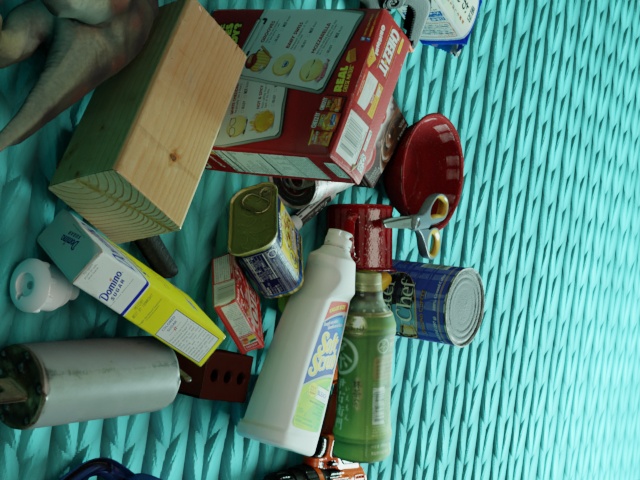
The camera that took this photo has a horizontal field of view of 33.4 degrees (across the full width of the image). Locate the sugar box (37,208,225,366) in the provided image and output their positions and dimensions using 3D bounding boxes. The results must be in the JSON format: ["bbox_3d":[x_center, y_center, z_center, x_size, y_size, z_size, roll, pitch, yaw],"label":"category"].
[{"bbox_3d":[-0.174,0.045,0.994,0.048,0.093,0.176,-48,133,-3],"label":"sugar box"}]

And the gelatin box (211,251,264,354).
[{"bbox_3d":[-0.088,0.066,1.146,0.089,0.030,0.073,-100,167,-55],"label":"gelatin box"}]

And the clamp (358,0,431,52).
[{"bbox_3d":[0.091,-0.309,1.300,0.209,0.165,0.036,48,20,-54],"label":"clamp"}]

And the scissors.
[{"bbox_3d":[0.119,-0.006,1.348,0.201,0.016,0.096,-31,126,-57],"label":"scissors"}]

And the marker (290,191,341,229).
[{"bbox_3d":[-0.004,-0.044,1.290,0.120,0.020,0.020,-43,127,-42],"label":"marker"}]

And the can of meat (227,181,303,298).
[{"bbox_3d":[-0.058,0.001,1.170,0.102,0.057,0.084,-93,160,-44],"label":"can of meat"}]

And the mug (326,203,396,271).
[{"bbox_3d":[0.044,-0.004,1.298,0.117,0.093,0.081,1,89,-74],"label":"mug"}]

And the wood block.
[{"bbox_3d":[-0.153,-0.112,0.979,0.090,0.090,0.206,45,49,-37],"label":"wood block"}]

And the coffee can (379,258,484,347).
[{"bbox_3d":[0.127,0.078,1.384,0.102,0.141,0.103,-11,104,-53],"label":"coffee can"}]

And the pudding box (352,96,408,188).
[{"bbox_3d":[0.058,-0.136,1.344,0.090,0.039,0.113,55,53,-42],"label":"pudding box"}]

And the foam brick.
[{"bbox_3d":[-0.117,0.142,1.137,0.078,0.051,0.053,16,83,-54],"label":"foam brick"}]

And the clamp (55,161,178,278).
[{"bbox_3d":[-0.180,-0.049,1.036,0.171,0.039,0.120,43,52,-47],"label":"clamp"}]

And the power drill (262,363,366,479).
[{"bbox_3d":[0.000,0.232,1.309,0.184,0.057,0.187,10,89,-54],"label":"power drill"}]

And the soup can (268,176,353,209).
[{"bbox_3d":[-0.003,-0.082,1.245,0.102,0.069,0.068,-26,116,-49],"label":"soup can"}]

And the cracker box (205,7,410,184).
[{"bbox_3d":[-0.035,-0.147,1.068,0.072,0.214,0.164,40,63,-50],"label":"cracker box"}]

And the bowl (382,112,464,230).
[{"bbox_3d":[0.131,-0.091,1.436,0.161,0.055,0.162,-11,104,-52],"label":"bowl"}]

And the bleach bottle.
[{"bbox_3d":[-0.014,0.106,1.184,0.102,0.068,0.251,36,67,-58],"label":"bleach bottle"}]
